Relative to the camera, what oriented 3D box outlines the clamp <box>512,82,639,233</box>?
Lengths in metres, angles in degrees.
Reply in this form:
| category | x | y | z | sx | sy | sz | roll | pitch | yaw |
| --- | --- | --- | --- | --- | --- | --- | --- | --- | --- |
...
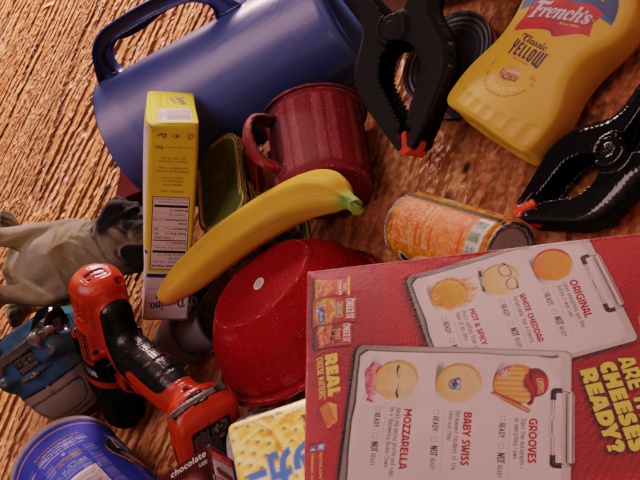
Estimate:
| category | x | y | z | sx | sy | sz | roll | pitch | yaw |
| --- | --- | --- | --- | --- | --- | --- | --- | --- | --- |
| clamp | 0.208 | -0.051 | 0.710 | 0.172 | 0.039 | 0.120 | -44 | 37 | 25 |

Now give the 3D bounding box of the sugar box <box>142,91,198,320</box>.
| category | x | y | z | sx | sy | sz | roll | pitch | yaw |
| --- | --- | --- | --- | --- | --- | --- | --- | --- | --- |
| sugar box | -0.129 | -0.030 | 0.910 | 0.093 | 0.048 | 0.176 | -109 | 20 | -65 |

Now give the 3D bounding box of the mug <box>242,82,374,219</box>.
| category | x | y | z | sx | sy | sz | roll | pitch | yaw |
| --- | --- | --- | --- | --- | --- | --- | --- | --- | --- |
| mug | -0.010 | -0.074 | 0.889 | 0.093 | 0.117 | 0.081 | -45 | 43 | 43 |

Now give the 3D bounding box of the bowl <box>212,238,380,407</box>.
| category | x | y | z | sx | sy | sz | roll | pitch | yaw |
| --- | --- | --- | --- | --- | --- | --- | --- | --- | --- |
| bowl | -0.030 | 0.050 | 0.834 | 0.162 | 0.055 | 0.162 | -32 | 27 | 18 |

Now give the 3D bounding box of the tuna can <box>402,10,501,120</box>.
| category | x | y | z | sx | sy | sz | roll | pitch | yaw |
| --- | --- | --- | --- | --- | --- | --- | --- | --- | --- |
| tuna can | 0.111 | -0.141 | 0.868 | 0.086 | 0.033 | 0.086 | -25 | 50 | 33 |

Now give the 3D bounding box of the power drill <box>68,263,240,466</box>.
| category | x | y | z | sx | sy | sz | roll | pitch | yaw |
| --- | --- | --- | --- | --- | --- | --- | --- | --- | --- |
| power drill | -0.139 | 0.130 | 0.879 | 0.057 | 0.184 | 0.188 | -31 | 48 | -27 |

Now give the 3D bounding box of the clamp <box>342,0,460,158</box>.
| category | x | y | z | sx | sy | sz | roll | pitch | yaw |
| --- | --- | --- | --- | --- | --- | --- | --- | --- | --- |
| clamp | 0.057 | -0.170 | 0.851 | 0.165 | 0.036 | 0.210 | -1 | 87 | 40 |

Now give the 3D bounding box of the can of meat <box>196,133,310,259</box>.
| category | x | y | z | sx | sy | sz | roll | pitch | yaw |
| --- | --- | --- | --- | --- | --- | --- | --- | --- | --- |
| can of meat | -0.061 | -0.034 | 0.933 | 0.058 | 0.083 | 0.102 | -32 | 46 | 27 |

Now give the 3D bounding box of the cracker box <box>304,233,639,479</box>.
| category | x | y | z | sx | sy | sz | roll | pitch | yaw |
| --- | --- | --- | --- | --- | --- | --- | --- | --- | --- |
| cracker box | 0.100 | 0.090 | 0.632 | 0.214 | 0.072 | 0.164 | -7 | 52 | 9 |

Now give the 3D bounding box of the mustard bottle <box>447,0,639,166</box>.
| category | x | y | z | sx | sy | sz | roll | pitch | yaw |
| --- | --- | --- | --- | --- | --- | --- | --- | --- | --- |
| mustard bottle | 0.184 | -0.153 | 0.784 | 0.192 | 0.058 | 0.096 | -53 | 46 | 5 |

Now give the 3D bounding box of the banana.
| category | x | y | z | sx | sy | sz | roll | pitch | yaw |
| --- | --- | --- | --- | --- | --- | --- | --- | --- | --- |
| banana | -0.048 | -0.010 | 0.841 | 0.198 | 0.037 | 0.069 | -28 | 19 | 26 |

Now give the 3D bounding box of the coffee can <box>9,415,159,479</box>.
| category | x | y | z | sx | sy | sz | roll | pitch | yaw |
| --- | --- | --- | --- | --- | --- | --- | --- | --- | --- |
| coffee can | -0.182 | 0.220 | 0.880 | 0.141 | 0.102 | 0.103 | 26 | 85 | 49 |

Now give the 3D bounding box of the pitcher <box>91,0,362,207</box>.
| category | x | y | z | sx | sy | sz | roll | pitch | yaw |
| --- | --- | --- | --- | --- | --- | --- | --- | --- | --- |
| pitcher | -0.083 | -0.153 | 0.974 | 0.243 | 0.149 | 0.145 | -28 | 57 | 19 |
